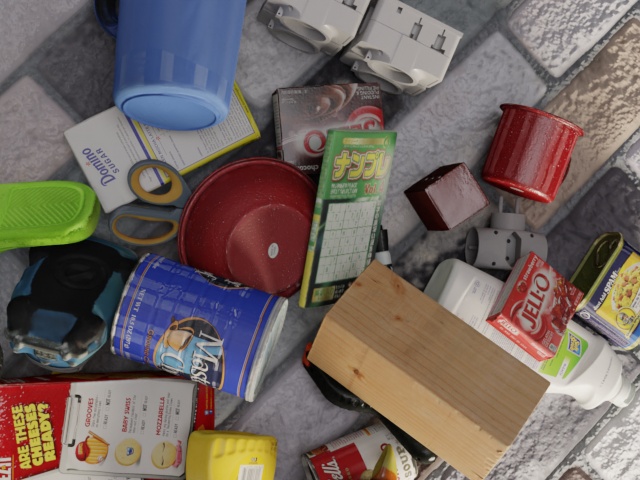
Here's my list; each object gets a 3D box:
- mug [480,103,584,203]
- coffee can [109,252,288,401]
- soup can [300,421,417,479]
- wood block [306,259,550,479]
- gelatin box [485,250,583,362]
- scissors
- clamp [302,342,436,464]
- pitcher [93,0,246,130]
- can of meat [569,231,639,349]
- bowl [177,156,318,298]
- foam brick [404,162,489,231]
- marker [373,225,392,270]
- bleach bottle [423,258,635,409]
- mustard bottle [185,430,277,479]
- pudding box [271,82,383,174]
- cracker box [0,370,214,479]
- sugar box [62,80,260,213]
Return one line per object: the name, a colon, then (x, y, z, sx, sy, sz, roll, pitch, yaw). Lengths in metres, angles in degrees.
mug: (0.227, -0.087, 1.130, 0.117, 0.093, 0.081, 21, 89, -47)
coffee can: (-0.113, 0.081, 1.005, 0.140, 0.103, 0.103, 18, 85, 5)
soup can: (0.039, 0.231, 1.089, 0.102, 0.068, 0.068, -20, 93, -12)
wood block: (0.101, 0.126, 1.027, 0.206, 0.091, 0.090, 35, 53, 11)
gelatin box: (0.219, 0.068, 1.087, 0.073, 0.030, 0.089, 38, 59, -8)
scissors: (-0.111, -0.038, 1.063, 0.201, 0.016, 0.096, -6, 112, -20)
clamp: (0.059, 0.157, 1.080, 0.171, 0.120, 0.039, 16, 129, 4)
pitcher: (-0.139, -0.232, 1.013, 0.144, 0.149, 0.243, 9, 75, -19)
can of meat: (0.321, 0.056, 1.155, 0.084, 0.057, 0.102, 35, 83, -11)
bowl: (-0.057, 0.001, 1.056, 0.162, 0.055, 0.162, -7, 109, -20)
foam brick: (0.130, -0.045, 1.108, 0.053, 0.078, 0.051, -33, 97, -10)
marker: (0.069, 0.044, 1.123, 0.020, 0.020, 0.121, -9, 91, -12)
bleach bottle: (0.222, 0.117, 1.131, 0.250, 0.068, 0.102, 29, 81, -12)
mustard bottle: (-0.090, 0.276, 0.998, 0.096, 0.058, 0.191, 15, 78, -52)
pudding box: (0.009, -0.114, 1.104, 0.113, 0.039, 0.090, -5, 91, -11)
cracker box: (-0.209, 0.209, 1.012, 0.213, 0.072, 0.164, 1, 88, -28)
sugar box: (-0.158, -0.106, 1.068, 0.176, 0.048, 0.093, -27, 95, -7)
